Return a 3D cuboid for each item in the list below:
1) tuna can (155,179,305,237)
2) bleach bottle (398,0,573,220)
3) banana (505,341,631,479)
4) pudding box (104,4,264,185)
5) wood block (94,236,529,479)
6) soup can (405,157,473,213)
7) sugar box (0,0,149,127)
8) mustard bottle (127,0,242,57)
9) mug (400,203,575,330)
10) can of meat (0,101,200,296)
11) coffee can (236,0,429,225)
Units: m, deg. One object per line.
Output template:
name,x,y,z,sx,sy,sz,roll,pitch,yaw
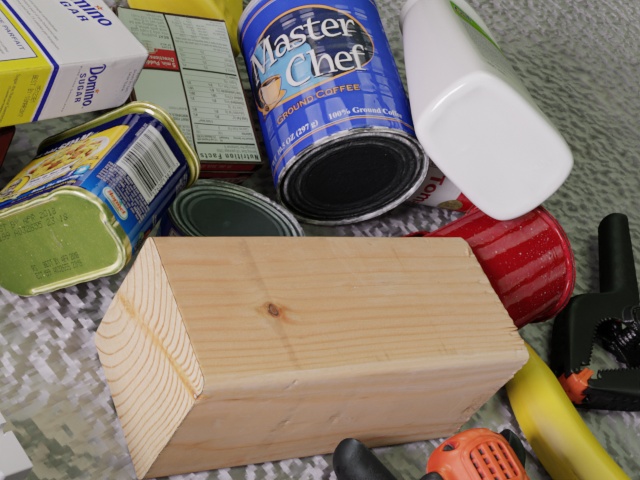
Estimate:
tuna can,-0.054,0.001,0.632,0.086,0.034,0.086,17,29,-10
bleach bottle,0.102,-0.116,0.744,0.102,0.068,0.251,42,21,-21
banana,0.174,0.144,0.656,0.198,0.037,0.069,45,30,14
pudding box,-0.093,-0.092,0.688,0.089,0.039,0.113,-1,70,-41
wood block,-0.002,0.057,0.579,0.205,0.090,0.091,1,50,-35
soup can,0.093,-0.057,0.783,0.102,0.069,0.068,10,44,-27
sugar box,-0.181,-0.098,0.527,0.093,0.048,0.175,49,36,19
mustard bottle,-0.094,-0.215,0.819,0.096,0.058,0.191,43,31,-30
mug,0.095,0.020,0.697,0.117,0.093,0.081,25,34,36
can of meat,-0.126,-0.020,0.566,0.057,0.102,0.083,59,35,-24
coffee can,0.006,-0.096,0.722,0.102,0.103,0.140,6,53,-30
